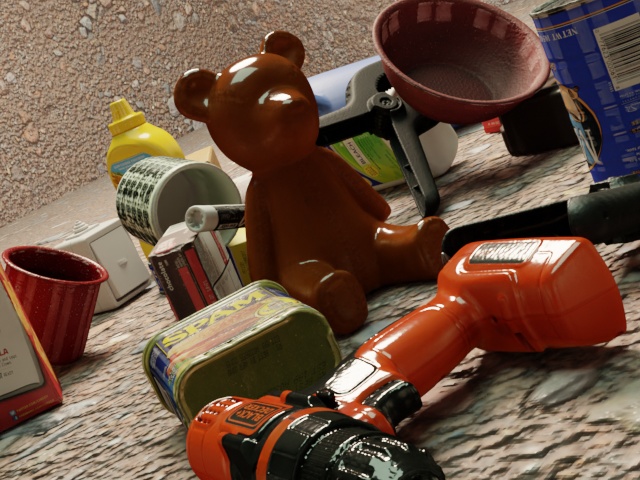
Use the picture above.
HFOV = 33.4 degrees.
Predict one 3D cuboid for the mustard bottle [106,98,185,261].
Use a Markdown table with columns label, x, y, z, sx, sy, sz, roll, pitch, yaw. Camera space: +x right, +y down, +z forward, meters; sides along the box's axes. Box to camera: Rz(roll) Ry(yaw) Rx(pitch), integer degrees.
| label | x | y | z | sx | sy | sz | roll | pitch | yaw |
| --- | --- | --- | --- | --- | --- | --- | --- | --- | --- |
| mustard bottle | -0.186 | -0.066 | 1.188 | 0.096 | 0.191 | 0.058 | -15 | 14 | 38 |

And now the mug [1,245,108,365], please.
| label | x | y | z | sx | sy | sz | roll | pitch | yaw |
| --- | --- | --- | --- | --- | --- | --- | --- | --- | --- |
| mug | -0.241 | 0.055 | 0.947 | 0.093 | 0.081 | 0.117 | 14 | 13 | -6 |

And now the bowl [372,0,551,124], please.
| label | x | y | z | sx | sy | sz | roll | pitch | yaw |
| --- | --- | --- | --- | --- | --- | --- | --- | --- | --- |
| bowl | 0.121 | -0.154 | 0.958 | 0.161 | 0.162 | 0.055 | -32 | -30 | -35 |

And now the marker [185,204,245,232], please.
| label | x | y | z | sx | sy | sz | roll | pitch | yaw |
| --- | --- | --- | --- | --- | --- | --- | --- | --- | --- |
| marker | -0.056 | -0.018 | 0.786 | 0.020 | 0.020 | 0.120 | -17 | -5 | 30 |

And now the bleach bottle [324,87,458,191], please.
| label | x | y | z | sx | sy | sz | roll | pitch | yaw |
| --- | --- | --- | --- | --- | --- | --- | --- | --- | --- |
| bleach bottle | 0.021 | -0.082 | 1.132 | 0.251 | 0.102 | 0.068 | -21 | 30 | 46 |

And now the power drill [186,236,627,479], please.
| label | x | y | z | sx | sy | sz | roll | pitch | yaw |
| --- | --- | --- | --- | --- | --- | --- | --- | --- | --- |
| power drill | 0.045 | 0.063 | 0.471 | 0.187 | 0.057 | 0.185 | -29 | 12 | -26 |

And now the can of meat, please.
| label | x | y | z | sx | sy | sz | roll | pitch | yaw |
| --- | --- | --- | --- | --- | --- | --- | --- | --- | --- |
| can of meat | -0.046 | 0.071 | 0.624 | 0.102 | 0.057 | 0.084 | -27 | 15 | -14 |

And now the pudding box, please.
| label | x | y | z | sx | sy | sz | roll | pitch | yaw |
| --- | --- | --- | --- | --- | --- | --- | --- | --- | --- |
| pudding box | -0.086 | 0.034 | 0.786 | 0.039 | 0.090 | 0.113 | -21 | 11 | 6 |

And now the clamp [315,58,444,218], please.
| label | x | y | z | sx | sy | sz | roll | pitch | yaw |
| --- | --- | --- | --- | --- | --- | --- | --- | --- | --- |
| clamp | 0.047 | -0.112 | 0.972 | 0.164 | 0.036 | 0.209 | 15 | 48 | 8 |

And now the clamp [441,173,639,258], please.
| label | x | y | z | sx | sy | sz | roll | pitch | yaw |
| --- | --- | --- | --- | --- | --- | --- | --- | --- | --- |
| clamp | 0.153 | -0.014 | 0.584 | 0.171 | 0.039 | 0.120 | -10 | 3 | -37 |
